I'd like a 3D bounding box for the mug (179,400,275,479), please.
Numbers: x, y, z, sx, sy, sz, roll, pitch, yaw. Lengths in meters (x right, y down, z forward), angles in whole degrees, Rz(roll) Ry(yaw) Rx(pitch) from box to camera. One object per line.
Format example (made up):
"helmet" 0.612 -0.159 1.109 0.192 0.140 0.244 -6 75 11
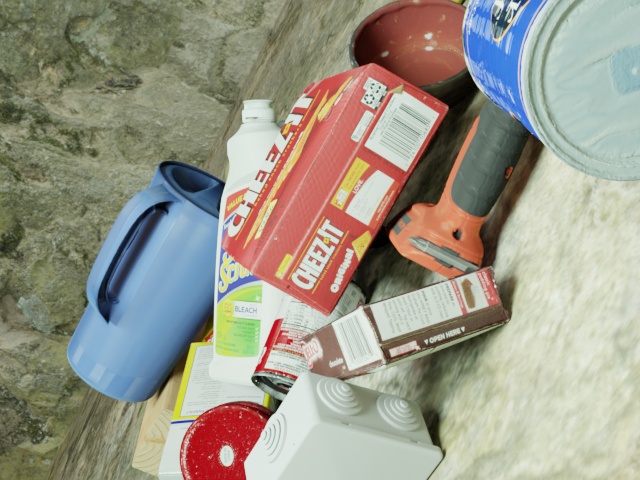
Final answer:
"mug" -0.057 0.167 0.853 0.117 0.093 0.081 -31 -10 -5

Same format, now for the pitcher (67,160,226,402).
"pitcher" -0.172 0.046 1.114 0.243 0.149 0.145 -57 16 15

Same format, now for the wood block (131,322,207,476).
"wood block" -0.142 0.175 1.216 0.090 0.090 0.206 -59 13 25

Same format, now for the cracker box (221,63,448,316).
"cracker box" -0.001 -0.042 0.801 0.164 0.072 0.214 -60 12 -1

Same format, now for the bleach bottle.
"bleach bottle" -0.056 0.001 0.960 0.103 0.067 0.251 0 93 48

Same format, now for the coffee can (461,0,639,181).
"coffee can" 0.136 -0.097 0.541 0.103 0.102 0.140 -62 12 14

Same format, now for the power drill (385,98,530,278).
"power drill" 0.109 -0.072 0.714 0.184 0.057 0.188 -99 34 -79

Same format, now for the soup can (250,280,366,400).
"soup can" -0.008 0.080 0.885 0.102 0.068 0.069 -69 12 -22

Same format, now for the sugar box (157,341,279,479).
"sugar box" -0.089 0.166 1.001 0.176 0.093 0.048 -83 -14 -52

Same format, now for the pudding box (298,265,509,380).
"pudding box" 0.048 0.054 0.652 0.114 0.089 0.039 -32 76 66
